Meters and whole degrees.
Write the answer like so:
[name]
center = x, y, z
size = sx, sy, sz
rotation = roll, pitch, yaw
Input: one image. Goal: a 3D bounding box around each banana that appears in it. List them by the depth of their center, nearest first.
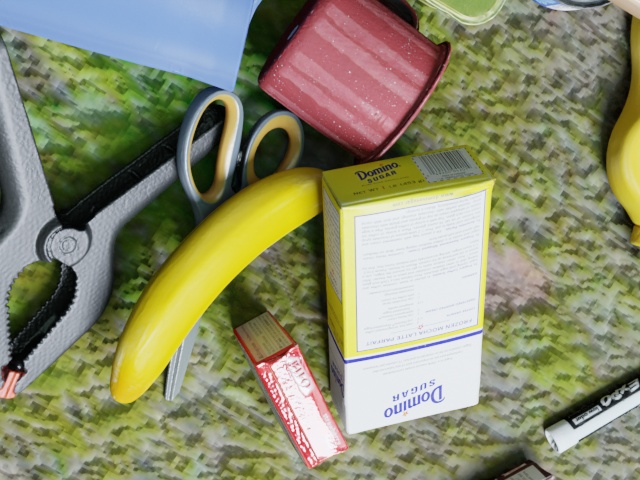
[banana]
center = -0.054, 0.015, 0.629
size = 0.197, 0.037, 0.069
rotation = -40, 129, -15

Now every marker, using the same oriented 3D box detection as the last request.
[marker]
center = 0.213, 0.111, 0.745
size = 0.121, 0.020, 0.020
rotation = -28, 104, -8

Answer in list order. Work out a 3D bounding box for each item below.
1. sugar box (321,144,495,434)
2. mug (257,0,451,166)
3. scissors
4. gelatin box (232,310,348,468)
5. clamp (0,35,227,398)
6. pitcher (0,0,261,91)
[sugar box]
center = 0.051, 0.033, 0.647
size = 0.093, 0.048, 0.176
rotation = -11, 129, -12
[mug]
center = 0.022, -0.111, 0.635
size = 0.081, 0.093, 0.117
rotation = 35, 58, -12
[scissors]
center = -0.054, 0.001, 0.661
size = 0.096, 0.016, 0.202
rotation = -15, 120, -35
[gelatin box]
center = -0.019, 0.088, 0.648
size = 0.030, 0.089, 0.073
rotation = -28, 104, -9
[clamp]
center = -0.157, -0.011, 0.606
size = 0.164, 0.036, 0.210
rotation = 24, 97, -42
[pitcher]
center = -0.142, -0.169, 0.543
size = 0.242, 0.145, 0.149
rotation = 11, 130, -8
